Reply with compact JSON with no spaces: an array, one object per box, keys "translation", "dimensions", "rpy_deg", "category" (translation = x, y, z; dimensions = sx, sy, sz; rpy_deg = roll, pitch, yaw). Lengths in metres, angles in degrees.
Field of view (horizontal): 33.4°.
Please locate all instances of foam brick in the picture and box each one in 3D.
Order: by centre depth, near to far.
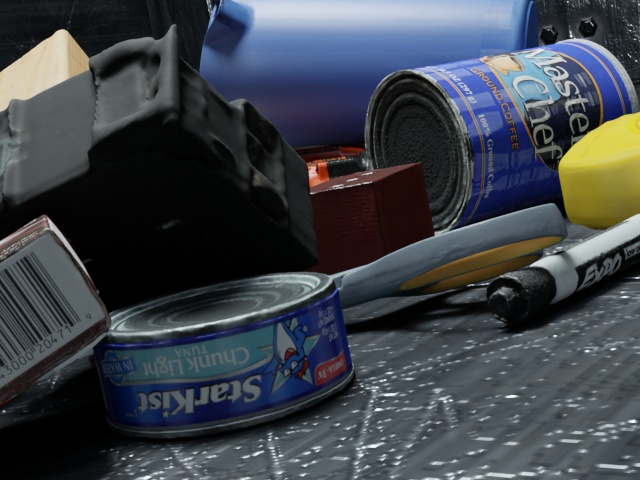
[{"translation":[0.021,-0.007,0.548],"dimensions":[0.053,0.051,0.078],"rpy_deg":[-8,8,24],"category":"foam brick"}]

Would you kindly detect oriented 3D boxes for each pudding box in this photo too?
[{"translation":[-0.124,0.037,0.339],"dimensions":[0.113,0.039,0.090],"rpy_deg":[-32,12,-11],"category":"pudding box"}]

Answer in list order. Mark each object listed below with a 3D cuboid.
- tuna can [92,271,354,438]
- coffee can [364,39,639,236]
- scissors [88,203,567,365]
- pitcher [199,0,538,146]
[{"translation":[-0.033,0.036,0.361],"dimensions":[0.086,0.034,0.086],"rpy_deg":[-10,7,1],"category":"tuna can"},{"translation":[0.114,-0.066,0.669],"dimensions":[0.140,0.103,0.103],"rpy_deg":[-15,8,-30],"category":"coffee can"},{"translation":[0.009,0.024,0.454],"dimensions":[0.202,0.016,0.096],"rpy_deg":[-19,-12,22],"category":"scissors"},{"translation":[0.042,-0.130,0.823],"dimensions":[0.243,0.145,0.149],"rpy_deg":[3,21,17],"category":"pitcher"}]
